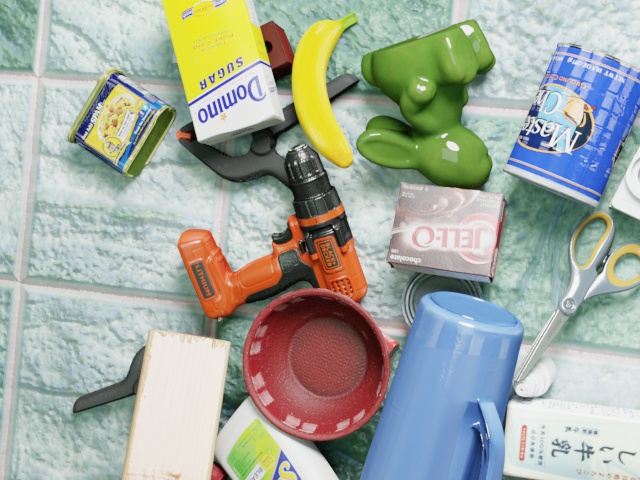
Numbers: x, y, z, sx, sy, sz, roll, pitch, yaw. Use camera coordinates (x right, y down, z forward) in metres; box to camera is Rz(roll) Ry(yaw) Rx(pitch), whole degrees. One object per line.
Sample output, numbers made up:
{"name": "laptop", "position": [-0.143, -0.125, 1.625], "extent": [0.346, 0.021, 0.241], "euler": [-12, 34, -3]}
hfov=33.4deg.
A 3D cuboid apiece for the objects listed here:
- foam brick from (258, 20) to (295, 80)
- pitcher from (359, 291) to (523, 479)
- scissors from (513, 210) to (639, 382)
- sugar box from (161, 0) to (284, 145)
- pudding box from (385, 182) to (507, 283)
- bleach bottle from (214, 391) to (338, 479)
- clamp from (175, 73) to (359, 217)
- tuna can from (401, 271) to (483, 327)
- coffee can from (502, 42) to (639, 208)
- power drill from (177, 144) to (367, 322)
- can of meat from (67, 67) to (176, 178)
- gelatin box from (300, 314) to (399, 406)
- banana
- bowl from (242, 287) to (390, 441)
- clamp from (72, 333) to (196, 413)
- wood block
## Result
{"name": "foam brick", "position": [-0.072, -0.203, 1.194], "extent": [0.078, 0.051, 0.053], "euler": [-23, 84, 14]}
{"name": "pitcher", "position": [0.128, 0.184, 1.076], "extent": [0.149, 0.144, 0.243], "euler": [18, 103, 18]}
{"name": "scissors", "position": [0.274, 0.067, 1.093], "extent": [0.096, 0.016, 0.201], "euler": [20, 77, 4]}
{"name": "sugar box", "position": [-0.107, -0.200, 1.152], "extent": [0.093, 0.048, 0.176], "euler": [-17, 83, 15]}
{"name": "pudding box", "position": [0.133, -0.008, 1.120], "extent": [0.114, 0.039, 0.090], "euler": [7, 76, 18]}
{"name": "bleach bottle", "position": [-0.010, 0.280, 1.131], "extent": [0.251, 0.068, 0.103], "euler": [46, 108, 29]}
{"name": "clamp", "position": [-0.056, -0.119, 1.197], "extent": [0.210, 0.036, 0.164], "euler": [12, 92, 10]}
{"name": "tuna can", "position": [0.132, 0.067, 1.149], "extent": [0.086, 0.033, 0.086], "euler": [0, 90, 15]}
{"name": "coffee can", "position": [0.259, -0.116, 1.080], "extent": [0.103, 0.102, 0.140], "euler": [24, 96, 13]}
{"name": "power drill", "position": [-0.058, 0.001, 1.166], "extent": [0.188, 0.057, 0.184], "euler": [-15, 104, 18]}
{"name": "can of meat", "position": [-0.228, -0.134, 1.232], "extent": [0.084, 0.057, 0.102], "euler": [34, 99, 10]}
{"name": "gelatin box", "position": [0.032, 0.128, 1.177], "extent": [0.073, 0.030, 0.089], "euler": [36, 99, 12]}
{"name": "banana", "position": [0.002, -0.165, 1.146], "extent": [0.070, 0.037, 0.198], "euler": [-6, 65, 18]}
{"name": "bowl", "position": [0.001, 0.129, 1.140], "extent": [0.162, 0.055, 0.162], "euler": [1, 93, 16]}
{"name": "clamp", "position": [-0.194, 0.184, 1.233], "extent": [0.171, 0.039, 0.120], "euler": [-42, 84, 10]}
{"name": "wood block", "position": [-0.157, 0.210, 1.128], "extent": [0.090, 0.090, 0.206], "euler": [10, 65, -6]}
